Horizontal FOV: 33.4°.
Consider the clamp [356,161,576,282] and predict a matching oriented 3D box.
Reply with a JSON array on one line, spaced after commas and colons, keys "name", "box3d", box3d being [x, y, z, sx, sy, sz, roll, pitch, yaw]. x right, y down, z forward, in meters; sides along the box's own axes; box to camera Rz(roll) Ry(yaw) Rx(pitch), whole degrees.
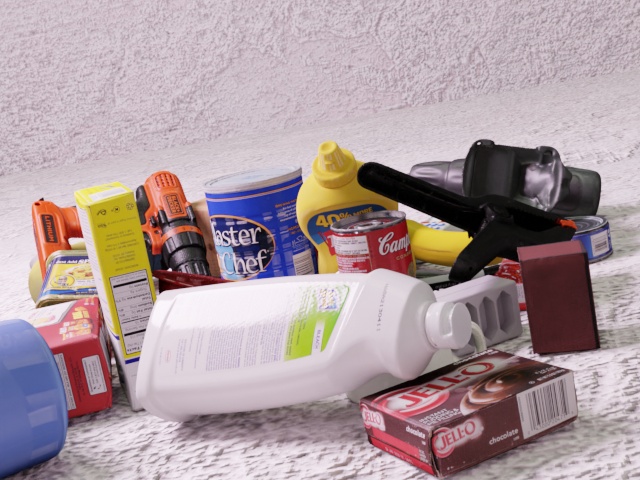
[{"name": "clamp", "box3d": [0.149, -0.006, 0.926, 0.209, 0.036, 0.165, 9, 29, -29]}]

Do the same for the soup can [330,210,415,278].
[{"name": "soup can", "box3d": [0.051, 0.030, 0.950, 0.068, 0.102, 0.068, -10, 11, 2]}]

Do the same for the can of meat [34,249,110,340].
[{"name": "can of meat", "box3d": [-0.225, 0.054, 1.050, 0.102, 0.057, 0.084, -1, 30, -2]}]

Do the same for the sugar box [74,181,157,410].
[{"name": "sugar box", "box3d": [-0.161, 0.044, 0.890, 0.048, 0.176, 0.093, -16, 13, -15]}]

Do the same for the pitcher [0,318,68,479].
[{"name": "pitcher", "box3d": [-0.297, 0.139, 0.721, 0.242, 0.149, 0.145, -14, -3, -33]}]

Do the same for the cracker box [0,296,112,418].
[{"name": "cracker box", "box3d": [-0.287, 0.117, 0.912, 0.213, 0.072, 0.164, -13, 11, -10]}]

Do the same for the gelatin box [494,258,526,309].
[{"name": "gelatin box", "box3d": [0.198, 0.036, 0.972, 0.073, 0.030, 0.089, -6, 13, 21]}]

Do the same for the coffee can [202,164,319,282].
[{"name": "coffee can", "box3d": [-0.057, 0.001, 1.090, 0.103, 0.140, 0.103, -10, 12, 2]}]

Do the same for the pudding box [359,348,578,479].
[{"name": "pudding box", "box3d": [0.095, 0.109, 0.691, 0.113, 0.039, 0.090, -15, 11, -24]}]

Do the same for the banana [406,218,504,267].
[{"name": "banana", "box3d": [0.136, 0.002, 1.105, 0.198, 0.037, 0.069, 4, 23, 44]}]

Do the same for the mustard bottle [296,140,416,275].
[{"name": "mustard bottle", "box3d": [0.029, -0.022, 1.018, 0.096, 0.191, 0.058, -10, 47, 10]}]

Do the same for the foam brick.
[{"name": "foam brick", "box3d": [0.185, 0.044, 0.832, 0.051, 0.078, 0.053, -9, 9, 10]}]

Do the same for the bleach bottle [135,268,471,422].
[{"name": "bleach bottle", "box3d": [-0.013, 0.075, 0.752, 0.251, 0.102, 0.068, -7, -26, 34]}]

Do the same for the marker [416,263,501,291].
[{"name": "marker", "box3d": [0.127, 0.041, 1.039, 0.121, 0.020, 0.020, -10, 12, 0]}]

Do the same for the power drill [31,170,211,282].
[{"name": "power drill", "box3d": [-0.228, 0.004, 1.222, 0.187, 0.057, 0.184, -8, 50, -20]}]
